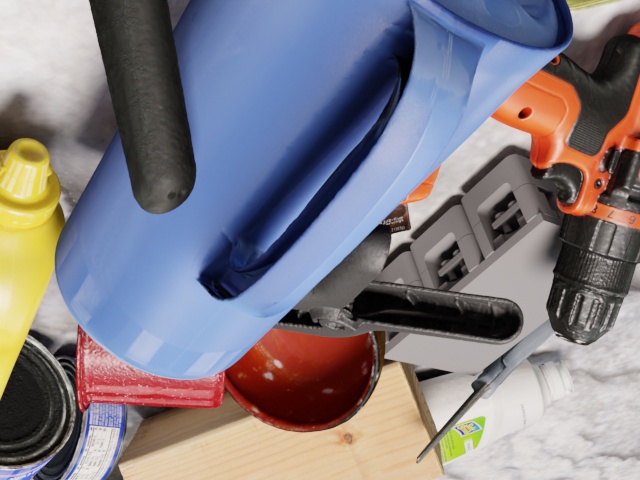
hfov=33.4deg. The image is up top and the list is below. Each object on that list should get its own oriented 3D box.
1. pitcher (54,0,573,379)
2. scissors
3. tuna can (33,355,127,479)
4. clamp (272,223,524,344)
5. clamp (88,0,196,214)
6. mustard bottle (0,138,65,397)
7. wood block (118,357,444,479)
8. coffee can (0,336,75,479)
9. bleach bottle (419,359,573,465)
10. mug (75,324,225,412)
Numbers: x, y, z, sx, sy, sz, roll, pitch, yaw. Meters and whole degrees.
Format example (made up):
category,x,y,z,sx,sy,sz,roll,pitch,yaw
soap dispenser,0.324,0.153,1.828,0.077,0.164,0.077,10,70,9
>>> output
category,x,y,z,sx,sy,sz,roll,pitch,yaw
pitcher,-0.019,-0.040,0.454,0.149,0.145,0.243,-21,157,-53
scissors,0.114,0.103,0.764,0.201,0.016,0.096,-38,174,-30
tuna can,-0.162,0.120,0.705,0.033,0.086,0.086,14,135,-38
clamp,0.009,0.026,0.573,0.172,0.039,0.120,-5,147,38
clamp,-0.078,-0.123,0.380,0.036,0.165,0.210,-24,150,-48
mustard bottle,-0.175,0.018,0.552,0.058,0.096,0.192,6,138,-28
wood block,-0.025,0.148,0.763,0.206,0.090,0.091,-21,100,7
coffee can,-0.233,0.131,0.676,0.102,0.103,0.141,15,134,-36
bleach bottle,0.082,0.155,0.868,0.251,0.068,0.102,-19,145,0
mug,-0.094,0.052,0.611,0.081,0.093,0.117,4,166,-4
